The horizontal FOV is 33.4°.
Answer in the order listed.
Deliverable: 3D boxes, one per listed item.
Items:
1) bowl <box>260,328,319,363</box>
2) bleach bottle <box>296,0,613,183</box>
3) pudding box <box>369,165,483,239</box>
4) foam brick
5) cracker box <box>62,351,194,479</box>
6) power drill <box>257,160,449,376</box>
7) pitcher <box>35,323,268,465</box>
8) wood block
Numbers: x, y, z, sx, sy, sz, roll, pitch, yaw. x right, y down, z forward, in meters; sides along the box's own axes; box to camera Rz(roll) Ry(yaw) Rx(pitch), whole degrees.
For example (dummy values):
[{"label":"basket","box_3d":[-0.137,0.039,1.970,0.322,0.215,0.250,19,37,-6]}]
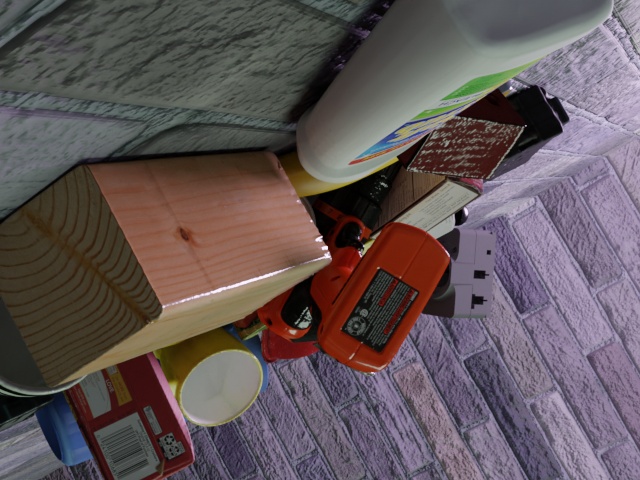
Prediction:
[{"label":"bowl","box_3d":[-0.008,0.065,1.162,0.162,0.055,0.162,18,90,-76]},{"label":"bleach bottle","box_3d":[0.053,-0.090,0.618,0.102,0.068,0.251,-24,174,-25]},{"label":"pudding box","box_3d":[0.084,-0.056,0.869,0.039,0.090,0.114,17,148,-24]},{"label":"foam brick","box_3d":[0.087,-0.079,0.718,0.078,0.053,0.051,3,133,-35]},{"label":"cracker box","box_3d":[-0.166,0.122,0.868,0.072,0.164,0.214,-25,172,-13]},{"label":"power drill","box_3d":[0.029,0.009,0.795,0.184,0.057,0.188,-61,-162,3]},{"label":"pitcher","box_3d":[-0.186,0.145,1.165,0.242,0.149,0.145,-22,-155,-25]},{"label":"wood block","box_3d":[-0.088,0.008,0.641,0.090,0.091,0.205,-33,172,24]}]
